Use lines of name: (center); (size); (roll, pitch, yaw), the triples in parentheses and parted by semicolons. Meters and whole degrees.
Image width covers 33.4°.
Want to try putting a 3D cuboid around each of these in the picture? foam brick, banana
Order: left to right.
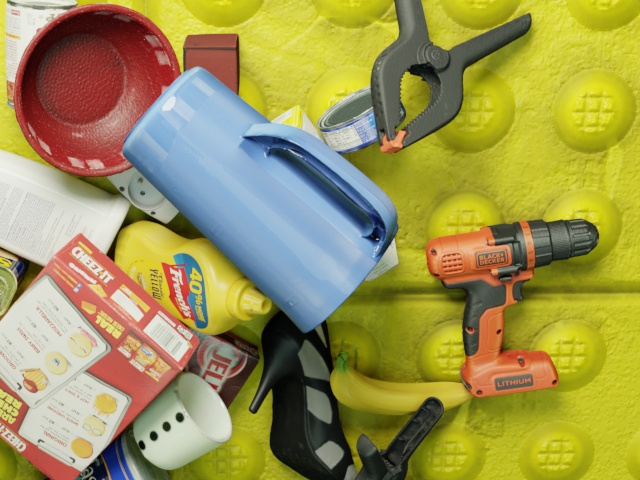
foam brick: (-0.105, -0.169, 1.035); (0.053, 0.078, 0.051); (-1, 110, -2)
banana: (0.080, 0.166, 1.164); (0.197, 0.037, 0.070); (17, 142, -35)

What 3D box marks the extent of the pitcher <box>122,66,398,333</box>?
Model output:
pitcher: (-0.052, -0.045, 0.961); (0.243, 0.145, 0.149); (42, 97, -7)

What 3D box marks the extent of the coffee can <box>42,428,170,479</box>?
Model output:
coffee can: (-0.244, 0.285, 1.168); (0.140, 0.103, 0.103); (-30, 109, 3)

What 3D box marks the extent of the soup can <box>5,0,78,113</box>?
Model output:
soup can: (-0.267, -0.179, 1.025); (0.068, 0.068, 0.102); (4, 110, -5)

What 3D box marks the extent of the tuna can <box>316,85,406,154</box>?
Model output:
tuna can: (0.041, -0.121, 1.058); (0.086, 0.086, 0.033); (-28, 111, 6)

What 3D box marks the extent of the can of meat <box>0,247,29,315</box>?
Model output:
can of meat: (-0.352, 0.026, 1.082); (0.102, 0.084, 0.057); (25, 103, -10)

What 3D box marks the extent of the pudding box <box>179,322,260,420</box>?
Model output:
pudding box: (-0.132, 0.146, 1.165); (0.090, 0.039, 0.113); (30, 106, -14)

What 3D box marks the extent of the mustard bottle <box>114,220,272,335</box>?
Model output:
mustard bottle: (-0.123, 0.043, 1.060); (0.192, 0.058, 0.096); (14, 116, 39)

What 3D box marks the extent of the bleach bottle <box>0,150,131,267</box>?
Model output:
bleach bottle: (-0.324, -0.051, 1.071); (0.250, 0.068, 0.103); (27, 107, -10)

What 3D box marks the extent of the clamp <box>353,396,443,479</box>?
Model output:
clamp: (0.078, 0.242, 1.172); (0.120, 0.039, 0.172); (-22, 145, -27)

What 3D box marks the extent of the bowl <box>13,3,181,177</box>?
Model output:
bowl: (-0.213, -0.143, 0.995); (0.161, 0.055, 0.162); (-13, 116, -28)

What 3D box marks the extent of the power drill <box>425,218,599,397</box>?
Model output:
power drill: (0.213, 0.070, 1.153); (0.184, 0.057, 0.188); (-8, 107, 3)

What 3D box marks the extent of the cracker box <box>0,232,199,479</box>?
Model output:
cracker box: (-0.249, 0.123, 1.070); (0.164, 0.072, 0.214); (42, 116, -5)

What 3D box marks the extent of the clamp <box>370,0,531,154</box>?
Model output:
clamp: (0.097, -0.181, 1.023); (0.164, 0.036, 0.210); (34, 71, -10)
